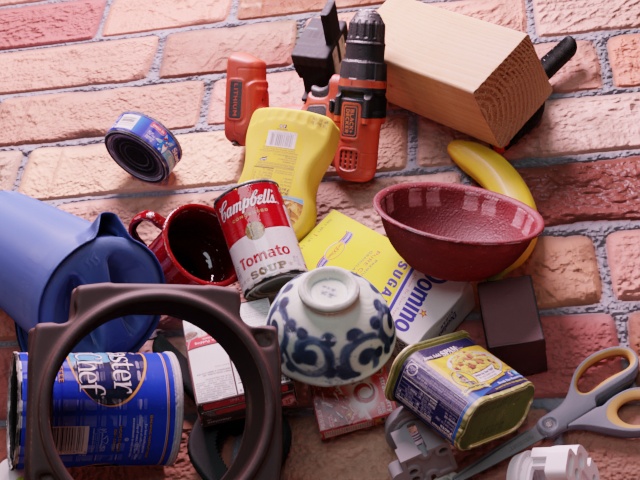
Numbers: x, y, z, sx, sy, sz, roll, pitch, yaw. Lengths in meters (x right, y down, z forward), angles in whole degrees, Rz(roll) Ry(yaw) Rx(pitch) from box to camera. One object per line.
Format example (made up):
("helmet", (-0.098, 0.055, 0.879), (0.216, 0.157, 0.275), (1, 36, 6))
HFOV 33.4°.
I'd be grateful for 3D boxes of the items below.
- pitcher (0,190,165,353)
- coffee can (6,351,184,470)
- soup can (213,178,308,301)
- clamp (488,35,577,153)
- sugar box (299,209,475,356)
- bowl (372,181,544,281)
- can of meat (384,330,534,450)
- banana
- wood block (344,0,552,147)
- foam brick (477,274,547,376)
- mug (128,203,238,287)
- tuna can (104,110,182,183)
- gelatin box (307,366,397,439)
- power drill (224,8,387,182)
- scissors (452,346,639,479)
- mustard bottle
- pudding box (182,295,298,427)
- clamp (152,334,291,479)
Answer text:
("pitcher", (-0.274, 0.039, 1.067), (0.149, 0.145, 0.243), (-47, 40, -18))
("coffee can", (-0.201, 0.150, 0.943), (0.140, 0.103, 0.103), (2, 44, -21))
("soup can", (-0.057, 0.001, 1.029), (0.068, 0.068, 0.102), (-19, 70, -3))
("clamp", (0.224, -0.170, 1.191), (0.120, 0.039, 0.171), (-7, 53, 23))
("sugar box", (0.053, 0.044, 1.044), (0.176, 0.048, 0.093), (27, 61, 33))
("bowl", (0.127, -0.004, 1.008), (0.162, 0.055, 0.162), (5, 22, -2))
("can of meat", (0.120, 0.127, 0.903), (0.101, 0.057, 0.084), (-9, 34, -44))
("banana", (0.181, -0.042, 1.092), (0.069, 0.037, 0.198), (-11, 48, 2))
("wood block", (0.137, -0.188, 1.165), (0.090, 0.090, 0.206), (-48, 44, -11))
("foam brick", (0.175, 0.079, 0.977), (0.051, 0.053, 0.078), (-9, 48, 7))
("mug", (-0.142, 0.016, 1.065), (0.117, 0.082, 0.093), (36, 46, -12))
("tuna can", (-0.202, -0.105, 1.213), (0.086, 0.086, 0.033), (15, 56, 25))
("gelatin box", (0.024, 0.128, 0.970), (0.073, 0.030, 0.089), (-14, 66, -3))
("power drill", (-0.015, -0.164, 1.175), (0.188, 0.184, 0.057), (10, 10, 30))
("scissors", (0.215, 0.166, 0.911), (0.201, 0.016, 0.096), (-39, 54, -21))
("mustard bottle", (-0.047, -0.040, 1.107), (0.096, 0.058, 0.191), (10, 77, 21))
("pudding box", (-0.076, 0.109, 0.977), (0.090, 0.039, 0.113), (-12, 46, -6))
("clamp", (-0.066, 0.154, 0.984), (0.164, 0.036, 0.210), (-14, 48, -2))
